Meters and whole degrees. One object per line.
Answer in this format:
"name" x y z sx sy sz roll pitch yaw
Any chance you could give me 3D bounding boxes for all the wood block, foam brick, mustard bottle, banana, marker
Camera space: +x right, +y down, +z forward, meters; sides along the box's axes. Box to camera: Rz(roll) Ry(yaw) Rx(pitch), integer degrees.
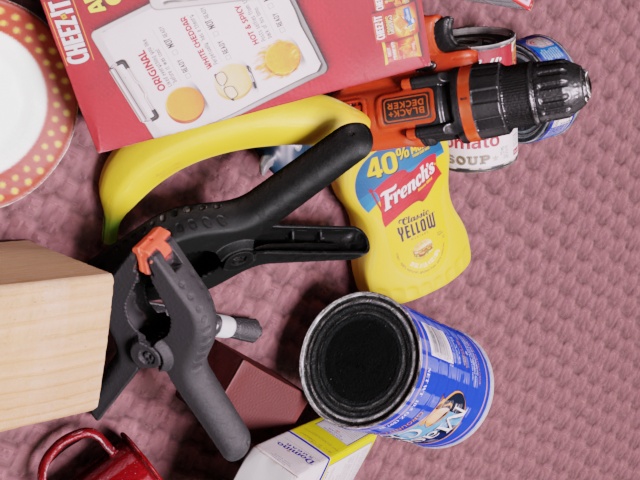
"wood block" -0.227 0.058 0.593 0.205 0.091 0.090 -6 110 -51
"foam brick" -0.058 0.116 0.801 0.078 0.051 0.053 36 84 -40
"mustard bottle" 0.056 -0.048 0.827 0.096 0.058 0.191 -24 119 -15
"banana" -0.067 -0.063 0.702 0.198 0.037 0.069 -22 133 3
"marker" -0.091 0.059 0.776 0.120 0.020 0.020 13 97 -40

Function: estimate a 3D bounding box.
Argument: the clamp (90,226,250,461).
"clamp" -0.095 0.073 0.692 0.039 0.120 0.172 -65 168 -50

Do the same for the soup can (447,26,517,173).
"soup can" 0.122 -0.112 0.849 0.068 0.069 0.102 -21 118 -31

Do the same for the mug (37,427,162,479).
"mug" -0.149 0.184 0.736 0.081 0.093 0.117 -36 107 -18

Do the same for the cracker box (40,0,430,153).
"cracker box" -0.054 -0.162 0.631 0.213 0.072 0.164 -15 123 -1

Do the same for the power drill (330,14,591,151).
"power drill" 0.082 -0.158 0.724 0.057 0.185 0.187 3 80 -69

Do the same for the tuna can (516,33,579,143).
"tuna can" 0.170 -0.123 0.871 0.033 0.086 0.086 -19 117 -30

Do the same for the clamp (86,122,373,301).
"clamp" -0.055 0.001 0.735 0.210 0.036 0.164 -22 154 -1

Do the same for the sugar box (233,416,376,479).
"sugar box" -0.021 0.185 0.800 0.093 0.048 0.176 -62 159 10

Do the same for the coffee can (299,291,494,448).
"coffee can" 0.063 0.105 0.836 0.140 0.103 0.103 27 88 -55
